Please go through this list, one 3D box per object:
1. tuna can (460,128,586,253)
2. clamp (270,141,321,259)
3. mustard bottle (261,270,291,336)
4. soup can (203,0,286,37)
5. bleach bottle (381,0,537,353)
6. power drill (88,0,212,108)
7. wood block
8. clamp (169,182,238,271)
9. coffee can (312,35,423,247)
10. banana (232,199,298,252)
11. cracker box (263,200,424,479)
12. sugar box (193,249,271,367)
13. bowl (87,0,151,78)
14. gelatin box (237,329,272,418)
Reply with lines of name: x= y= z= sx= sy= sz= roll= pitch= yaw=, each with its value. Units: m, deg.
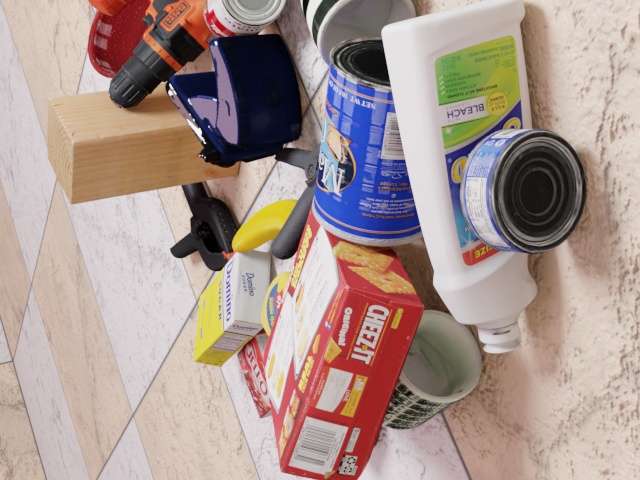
tuna can: x=0.140 y=-0.034 z=0.729 sx=0.034 sy=0.086 sz=0.086 roll=9 pitch=108 yaw=61
clamp: x=0.001 y=-0.050 z=1.009 sx=0.172 sy=0.039 sz=0.120 roll=-22 pitch=64 yaw=56
mustard bottle: x=-0.015 y=0.077 z=1.112 sx=0.192 sy=0.058 sz=0.096 roll=-16 pitch=88 yaw=64
soup can: x=-0.076 y=-0.239 z=1.067 sx=0.102 sy=0.068 sz=0.068 roll=-176 pitch=75 yaw=-75
bleach bottle: x=0.117 y=-0.042 z=0.777 sx=0.068 sy=0.102 sz=0.251 roll=-158 pitch=53 yaw=-69
power drill: x=-0.199 y=-0.255 z=1.218 sx=0.188 sy=0.184 sz=0.057 roll=47 pitch=-178 yaw=37
wood block: x=-0.200 y=-0.118 z=1.229 sx=0.091 sy=0.205 sz=0.090 roll=55 pitch=146 yaw=38
clamp: x=-0.149 y=-0.012 z=1.362 sx=0.210 sy=0.036 sz=0.165 roll=46 pitch=139 yaw=47
coffee can: x=0.051 y=-0.081 z=0.865 sx=0.103 sy=0.102 sz=0.140 roll=48 pitch=141 yaw=46
banana: x=-0.045 y=-0.013 z=1.134 sx=0.037 sy=0.069 sz=0.198 roll=40 pitch=168 yaw=-20
cracker box: x=0.012 y=0.078 z=0.897 sx=0.214 sy=0.072 sz=0.164 roll=-108 pitch=35 yaw=-70
sugar box: x=-0.108 y=0.083 z=1.284 sx=0.176 sy=0.048 sz=0.093 roll=130 pitch=146 yaw=-60
bowl: x=-0.207 y=-0.257 z=1.302 sx=0.162 sy=0.055 sz=0.162 roll=-15 pitch=60 yaw=29
gelatin box: x=-0.066 y=0.159 z=1.277 sx=0.089 sy=0.030 sz=0.073 roll=68 pitch=152 yaw=18
